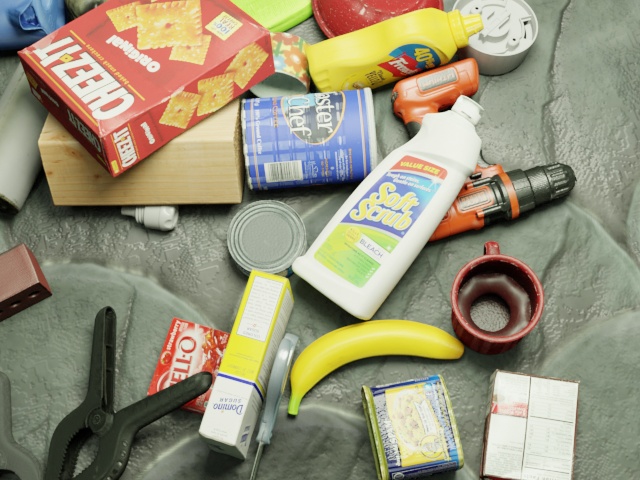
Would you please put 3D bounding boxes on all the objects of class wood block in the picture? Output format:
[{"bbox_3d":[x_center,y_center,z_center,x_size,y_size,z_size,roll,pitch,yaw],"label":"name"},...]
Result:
[{"bbox_3d":[-0.189,-0.098,1.165,0.206,0.090,0.091,-1,42,2],"label":"wood block"}]

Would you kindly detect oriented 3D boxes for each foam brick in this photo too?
[{"bbox_3d":[-0.339,0.048,1.152,0.078,0.053,0.051,-28,71,-6],"label":"foam brick"}]

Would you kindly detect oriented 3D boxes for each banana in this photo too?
[{"bbox_3d":[0.049,0.119,1.119,0.198,0.037,0.069,-19,99,-1],"label":"banana"}]

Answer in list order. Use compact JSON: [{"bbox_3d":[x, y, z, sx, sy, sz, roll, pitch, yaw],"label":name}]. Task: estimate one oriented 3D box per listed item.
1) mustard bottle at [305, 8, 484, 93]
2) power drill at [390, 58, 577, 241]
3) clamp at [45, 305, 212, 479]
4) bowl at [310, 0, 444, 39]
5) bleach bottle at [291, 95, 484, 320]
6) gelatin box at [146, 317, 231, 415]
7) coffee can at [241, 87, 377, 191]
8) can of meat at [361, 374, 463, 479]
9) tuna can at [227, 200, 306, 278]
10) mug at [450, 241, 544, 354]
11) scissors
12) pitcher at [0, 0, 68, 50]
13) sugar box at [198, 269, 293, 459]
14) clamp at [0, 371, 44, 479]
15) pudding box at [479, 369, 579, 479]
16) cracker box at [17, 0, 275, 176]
[{"bbox_3d":[0.086,-0.211,1.179,0.192,0.096,0.058,-17,71,14],"label":"mustard bottle"},{"bbox_3d":[0.169,-0.105,1.181,0.184,0.057,0.188,-17,70,-4],"label":"power drill"},{"bbox_3d":[-0.223,0.178,1.096,0.165,0.036,0.210,36,88,33],"label":"clamp"},{"bbox_3d":[0.071,-0.291,1.240,0.162,0.055,0.162,2,72,-8],"label":"bowl"},{"bbox_3d":[0.081,-0.044,1.118,0.103,0.068,0.251,36,94,19],"label":"bleach bottle"},{"bbox_3d":[-0.133,0.134,1.123,0.073,0.030,0.089,15,71,8],"label":"gelatin box"},{"bbox_3d":[-0.011,-0.110,1.167,0.140,0.103,0.103,-5,70,1],"label":"coffee can"},{"bbox_3d":[0.092,0.191,1.078,0.084,0.057,0.102,-10,70,-4],"label":"can of meat"},{"bbox_3d":[-0.058,0.001,1.166,0.086,0.034,0.086,-1,70,2],"label":"tuna can"},{"bbox_3d":[0.178,0.059,1.108,0.093,0.081,0.117,-3,70,2],"label":"mug"},{"bbox_3d":[-0.054,0.184,1.072,0.016,0.096,0.201,14,68,4],"label":"scissors"},{"bbox_3d":[-0.425,-0.283,1.247,0.243,0.149,0.145,-7,85,3],"label":"pitcher"},{"bbox_3d":[-0.074,0.128,1.089,0.048,0.093,0.176,17,71,9],"label":"sugar box"},{"bbox_3d":[-0.347,0.231,1.093,0.120,0.039,0.171,-28,71,-6],"label":"clamp"},{"bbox_3d":[0.213,0.193,1.081,0.090,0.039,0.113,8,72,5],"label":"pudding box"},{"bbox_3d":[-0.181,-0.187,1.119,0.213,0.072,0.164,-36,59,-20],"label":"cracker box"}]
